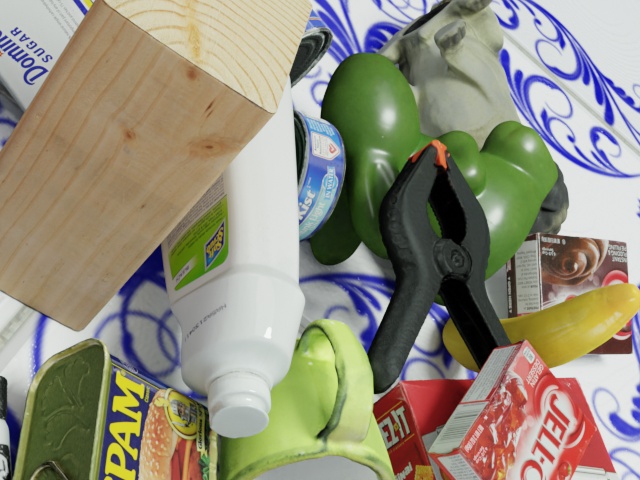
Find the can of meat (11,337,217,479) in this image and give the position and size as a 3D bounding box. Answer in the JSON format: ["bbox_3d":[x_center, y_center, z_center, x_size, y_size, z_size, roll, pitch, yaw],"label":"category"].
[{"bbox_3d":[-0.097,0.112,0.518,0.083,0.058,0.102,37,39,-39],"label":"can of meat"}]

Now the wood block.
[{"bbox_3d":[-0.104,-0.053,0.542,0.090,0.206,0.090,32,43,-16],"label":"wood block"}]

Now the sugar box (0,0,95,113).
[{"bbox_3d":[-0.121,-0.146,0.653,0.176,0.048,0.093,-36,83,-7],"label":"sugar box"}]

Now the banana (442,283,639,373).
[{"bbox_3d":[0.129,0.057,0.698,0.037,0.198,0.069,32,76,-18],"label":"banana"}]

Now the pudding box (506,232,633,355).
[{"bbox_3d":[0.193,0.044,0.823,0.113,0.039,0.090,4,80,-36],"label":"pudding box"}]

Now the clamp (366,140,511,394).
[{"bbox_3d":[0.080,0.025,0.648,0.120,0.039,0.171,25,59,-34],"label":"clamp"}]

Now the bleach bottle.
[{"bbox_3d":[-0.054,0.001,0.601,0.068,0.103,0.251,22,40,-28],"label":"bleach bottle"}]

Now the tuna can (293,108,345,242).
[{"bbox_3d":[-0.021,-0.042,0.696,0.033,0.086,0.086,15,50,-33],"label":"tuna can"}]

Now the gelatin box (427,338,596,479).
[{"bbox_3d":[0.110,0.111,0.596,0.073,0.030,0.089,51,52,-13],"label":"gelatin box"}]
